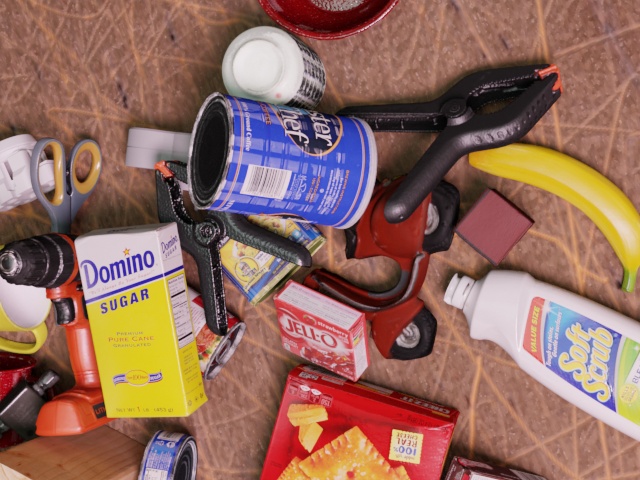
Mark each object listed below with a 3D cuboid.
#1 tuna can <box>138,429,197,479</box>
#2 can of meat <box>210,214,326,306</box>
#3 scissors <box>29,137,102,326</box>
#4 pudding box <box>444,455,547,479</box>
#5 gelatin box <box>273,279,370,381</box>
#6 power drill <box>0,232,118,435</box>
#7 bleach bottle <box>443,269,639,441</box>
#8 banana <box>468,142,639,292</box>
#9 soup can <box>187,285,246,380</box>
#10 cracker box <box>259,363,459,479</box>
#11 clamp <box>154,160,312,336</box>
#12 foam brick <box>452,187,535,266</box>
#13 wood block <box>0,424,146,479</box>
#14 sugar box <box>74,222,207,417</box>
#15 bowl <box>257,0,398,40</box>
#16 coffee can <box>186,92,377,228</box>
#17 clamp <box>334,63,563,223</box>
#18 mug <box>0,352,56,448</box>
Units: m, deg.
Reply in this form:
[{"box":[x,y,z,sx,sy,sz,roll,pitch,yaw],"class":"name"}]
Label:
[{"box":[-0.148,0.230,1.041,0.034,0.086,0.086,7,92,10],"class":"tuna can"},{"box":[-0.057,0.001,1.034,0.102,0.057,0.084,-44,83,9],"class":"can of meat"},{"box":[-0.252,-0.017,1.090,0.016,0.096,0.202,17,126,32],"class":"scissors"},{"box":[0.156,0.253,0.969,0.113,0.039,0.090,19,96,-25],"class":"pudding box"},{"box":[0.001,0.085,1.004,0.089,0.073,0.030,22,51,27],"class":"gelatin box"},{"box":[-0.239,0.086,1.010,0.057,0.184,0.187,-4,90,18],"class":"power drill"},{"box":[0.228,0.102,0.969,0.251,0.068,0.102,25,95,14],"class":"bleach bottle"},{"box":[0.229,-0.039,0.979,0.198,0.037,0.070,41,98,9],"class":"banana"},{"box":[-0.133,0.082,1.046,0.102,0.068,0.068,32,97,11],"class":"soup can"},{"box":[0.024,0.243,1.010,0.164,0.072,0.214,16,95,12],"class":"cracker box"},{"box":[-0.088,-0.010,0.990,0.120,0.039,0.171,-29,88,9],"class":"clamp"},{"box":[0.159,-0.013,0.975,0.051,0.078,0.053,40,100,9],"class":"foam brick"},{"box":[-0.240,0.241,1.001,0.090,0.206,0.091,25,95,11],"class":"wood block"},{"box":[-0.167,0.075,0.994,0.093,0.048,0.176,-6,102,23],"class":"sugar box"},{"box":[0.013,-0.267,1.016,0.162,0.055,0.162,0,91,13],"class":"bowl"},{"box":[-0.035,-0.069,0.947,0.140,0.103,0.103,7,93,-26],"class":"coffee can"},{"box":[0.124,-0.099,0.970,0.210,0.036,0.164,-19,45,5],"class":"clamp"},{"box":[-0.324,0.163,1.081,0.117,0.093,0.081,3,96,4],"class":"mug"}]
